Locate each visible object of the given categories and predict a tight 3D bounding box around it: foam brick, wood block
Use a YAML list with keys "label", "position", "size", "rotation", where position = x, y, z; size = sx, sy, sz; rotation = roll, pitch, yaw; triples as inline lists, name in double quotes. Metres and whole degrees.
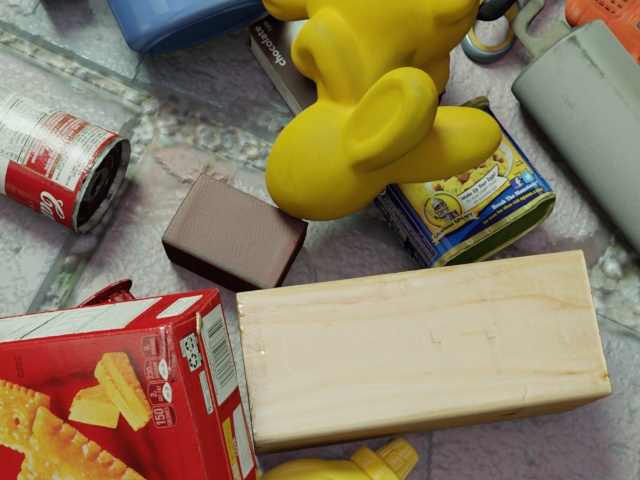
- label: "foam brick"
  position: [-0.054, 0.001, 0.683]
  size: [0.078, 0.053, 0.051]
  rotation: [25, 75, 3]
- label: "wood block"
  position: [0.056, 0.070, 0.651]
  size: [0.206, 0.091, 0.090]
  rotation: [-7, 75, -5]

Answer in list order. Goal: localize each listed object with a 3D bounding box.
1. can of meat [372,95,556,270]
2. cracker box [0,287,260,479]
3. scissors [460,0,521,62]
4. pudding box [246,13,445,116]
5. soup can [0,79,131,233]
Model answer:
- label: "can of meat"
  position: [0.089, -0.031, 0.692]
  size: [0.102, 0.057, 0.084]
  rotation: [-30, 71, -11]
- label: "cracker box"
  position: [-0.144, 0.124, 0.568]
  size: [0.214, 0.072, 0.164]
  rotation: [-8, 100, 17]
- label: "scissors"
  position: [0.137, -0.208, 0.771]
  size: [0.096, 0.016, 0.201]
  rotation: [42, 76, 6]
- label: "pudding box"
  position: [0.016, -0.117, 0.727]
  size: [0.090, 0.039, 0.113]
  rotation: [-33, 79, -11]
- label: "soup can"
  position: [-0.183, -0.057, 0.684]
  size: [0.102, 0.068, 0.068]
  rotation: [26, 75, 4]
